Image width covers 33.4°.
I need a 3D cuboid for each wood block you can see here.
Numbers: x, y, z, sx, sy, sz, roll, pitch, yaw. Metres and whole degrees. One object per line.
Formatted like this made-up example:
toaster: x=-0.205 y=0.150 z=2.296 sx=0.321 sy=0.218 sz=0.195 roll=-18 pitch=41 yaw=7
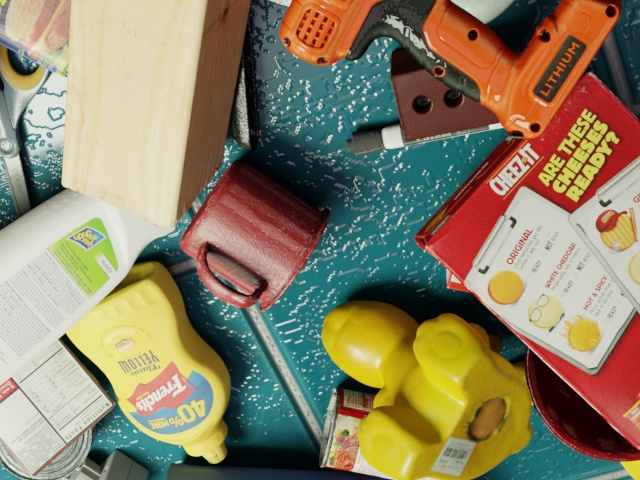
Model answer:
wood block: x=-0.107 y=-0.123 z=0.706 sx=0.090 sy=0.090 sz=0.206 roll=22 pitch=131 yaw=7

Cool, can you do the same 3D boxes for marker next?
marker: x=0.078 y=-0.081 z=0.786 sx=0.121 sy=0.020 sz=0.020 roll=-11 pitch=118 yaw=11

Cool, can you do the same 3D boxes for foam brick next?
foam brick: x=0.092 y=-0.109 z=0.751 sx=0.078 sy=0.051 sz=0.053 roll=-11 pitch=118 yaw=10

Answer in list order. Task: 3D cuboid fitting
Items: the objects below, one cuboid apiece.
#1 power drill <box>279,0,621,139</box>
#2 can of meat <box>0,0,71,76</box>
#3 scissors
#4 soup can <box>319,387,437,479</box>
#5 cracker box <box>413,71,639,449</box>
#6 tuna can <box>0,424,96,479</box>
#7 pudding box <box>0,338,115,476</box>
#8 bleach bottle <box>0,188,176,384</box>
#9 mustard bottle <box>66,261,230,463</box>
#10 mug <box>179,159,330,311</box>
power drill: x=0.089 y=-0.164 z=0.670 sx=0.187 sy=0.057 sz=0.185 roll=29 pitch=113 yaw=-1
can of meat: x=-0.190 y=-0.174 z=0.727 sx=0.084 sy=0.057 sz=0.102 roll=28 pitch=106 yaw=-14
scissors: x=-0.223 y=-0.086 z=0.809 sx=0.096 sy=0.016 sz=0.201 roll=-15 pitch=117 yaw=13
soup can: x=0.055 y=0.167 z=0.902 sx=0.102 sy=0.068 sz=0.068 roll=11 pitch=120 yaw=-3
cracker box: x=0.199 y=0.013 z=0.757 sx=0.213 sy=0.072 sz=0.164 roll=43 pitch=91 yaw=-7
tuna can: x=-0.238 y=0.163 z=0.923 sx=0.086 sy=0.034 sz=0.086 roll=0 pitch=94 yaw=-3
pudding box: x=-0.238 y=0.122 z=0.877 sx=0.090 sy=0.039 sz=0.113 roll=-40 pitch=99 yaw=-20
bleach bottle: x=-0.197 y=0.022 z=0.803 sx=0.250 sy=0.068 sz=0.102 roll=-36 pitch=133 yaw=-7
mustard bottle: x=-0.130 y=0.112 z=0.891 sx=0.096 sy=0.058 sz=0.191 roll=-21 pitch=116 yaw=15
mug: x=-0.055 y=0.001 z=0.792 sx=0.081 sy=0.117 sz=0.093 roll=34 pitch=136 yaw=-9
